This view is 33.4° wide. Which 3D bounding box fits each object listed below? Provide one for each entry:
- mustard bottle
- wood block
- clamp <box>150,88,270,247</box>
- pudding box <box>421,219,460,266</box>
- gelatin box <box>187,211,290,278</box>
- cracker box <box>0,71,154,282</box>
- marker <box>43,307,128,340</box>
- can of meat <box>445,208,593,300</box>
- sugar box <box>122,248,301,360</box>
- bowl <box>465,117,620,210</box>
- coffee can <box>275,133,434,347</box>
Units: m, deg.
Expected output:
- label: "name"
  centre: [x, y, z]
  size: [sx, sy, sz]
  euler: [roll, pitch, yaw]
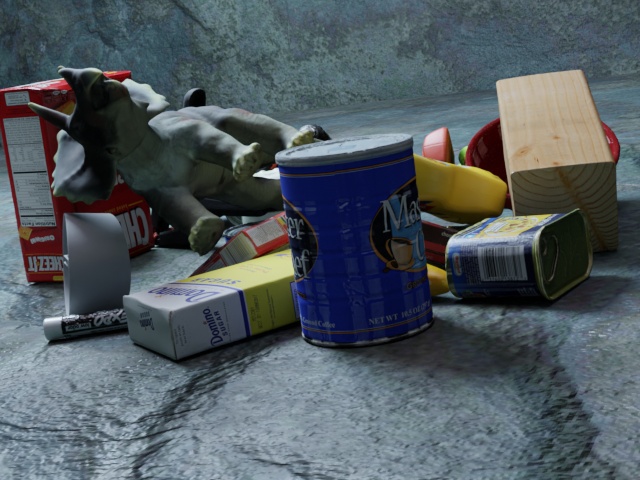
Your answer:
- label: "mustard bottle"
  centre: [0.085, -0.055, 0.998]
  size: [0.096, 0.058, 0.191]
  euler: [12, 1, 43]
- label: "wood block"
  centre: [0.221, -0.078, 1.013]
  size: [0.090, 0.091, 0.206]
  euler: [-6, 30, 9]
- label: "clamp"
  centre: [-0.148, -0.064, 1.226]
  size: [0.036, 0.164, 0.210]
  euler: [-18, -12, -42]
- label: "pudding box"
  centre: [0.061, -0.008, 0.978]
  size: [0.089, 0.039, 0.114]
  euler: [16, -2, -35]
- label: "gelatin box"
  centre: [-0.070, 0.014, 0.975]
  size: [0.089, 0.030, 0.073]
  euler: [-39, -8, 35]
- label: "cracker box"
  centre: [-0.268, -0.075, 1.199]
  size: [0.072, 0.214, 0.164]
  euler: [0, 13, 27]
- label: "marker"
  centre: [-0.174, 0.067, 0.909]
  size: [0.121, 0.020, 0.020]
  euler: [-8, 11, -1]
- label: "can of meat"
  centre: [0.158, 0.012, 0.853]
  size: [0.084, 0.057, 0.101]
  euler: [-3, 11, 36]
- label: "sugar box"
  centre: [-0.061, 0.046, 0.866]
  size: [0.175, 0.048, 0.093]
  euler: [-13, 11, -31]
- label: "bowl"
  centre: [0.238, -0.075, 1.147]
  size: [0.162, 0.055, 0.162]
  euler: [-8, 41, 7]
- label: "coffee can"
  centre: [0.027, -0.003, 0.798]
  size: [0.103, 0.140, 0.103]
  euler: [-8, 11, 1]
